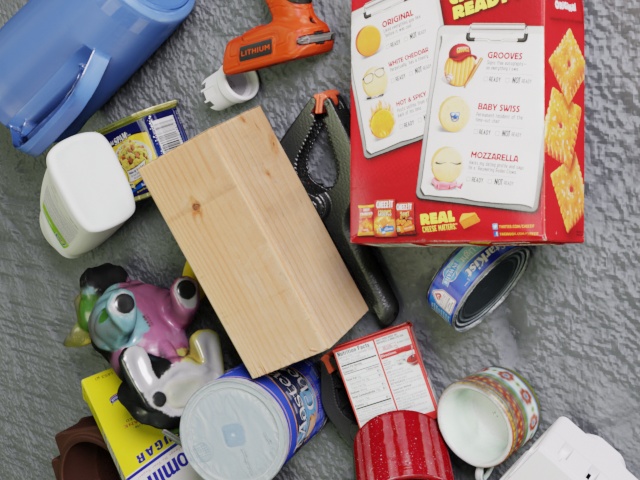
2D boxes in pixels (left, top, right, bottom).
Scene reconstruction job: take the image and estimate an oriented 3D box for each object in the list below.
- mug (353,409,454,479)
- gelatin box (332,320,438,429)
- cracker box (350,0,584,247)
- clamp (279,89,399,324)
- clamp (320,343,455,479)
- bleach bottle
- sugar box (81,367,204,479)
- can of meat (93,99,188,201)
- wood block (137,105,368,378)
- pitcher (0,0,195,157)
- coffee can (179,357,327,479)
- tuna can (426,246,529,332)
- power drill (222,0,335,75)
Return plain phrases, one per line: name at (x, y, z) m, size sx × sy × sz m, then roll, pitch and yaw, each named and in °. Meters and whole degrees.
mug at (0.078, 0.207, 0.918) m, size 0.093 × 0.081 × 0.117 m, roll -31°, pitch 124°, yaw 19°
gelatin box at (0.060, 0.125, 0.954) m, size 0.073 × 0.030 × 0.089 m, roll -19°, pitch 88°, yaw 10°
cracker box at (0.106, -0.102, 0.780) m, size 0.164 × 0.071 × 0.214 m, roll -1°, pitch 87°, yaw 38°
clamp at (0.008, -0.027, 0.959) m, size 0.165 × 0.036 × 0.210 m, roll 18°, pitch 113°, yaw 20°
clamp at (0.044, 0.184, 1.012) m, size 0.120 × 0.039 × 0.171 m, roll -37°, pitch 81°, yaw 37°
bleach bottle at (-0.269, -0.038, 1.161) m, size 0.102 × 0.068 × 0.251 m, roll 64°, pitch 156°, yaw -2°
sugar box at (-0.186, 0.213, 1.167) m, size 0.176 × 0.093 × 0.048 m, roll 55°, pitch 156°, yaw 32°
can of meat at (-0.177, -0.089, 1.100) m, size 0.102 × 0.057 × 0.084 m, roll -14°, pitch 98°, yaw 45°
wood block at (-0.056, 0.001, 0.926) m, size 0.091 × 0.090 × 0.206 m, roll -24°, pitch 97°, yaw 32°
pitcher at (-0.232, -0.197, 1.055) m, size 0.243 × 0.144 × 0.149 m, roll -30°, pitch 89°, yaw 42°
coffee can at (-0.058, 0.164, 1.005) m, size 0.103 × 0.140 × 0.103 m, roll 2°, pitch 97°, yaw 17°
tuna can at (0.124, 0.030, 0.845) m, size 0.034 × 0.085 × 0.086 m, roll 43°, pitch 130°, yaw 25°
power drill at (-0.067, -0.244, 0.937) m, size 0.185 × 0.057 × 0.187 m, roll -3°, pitch 104°, yaw 43°
